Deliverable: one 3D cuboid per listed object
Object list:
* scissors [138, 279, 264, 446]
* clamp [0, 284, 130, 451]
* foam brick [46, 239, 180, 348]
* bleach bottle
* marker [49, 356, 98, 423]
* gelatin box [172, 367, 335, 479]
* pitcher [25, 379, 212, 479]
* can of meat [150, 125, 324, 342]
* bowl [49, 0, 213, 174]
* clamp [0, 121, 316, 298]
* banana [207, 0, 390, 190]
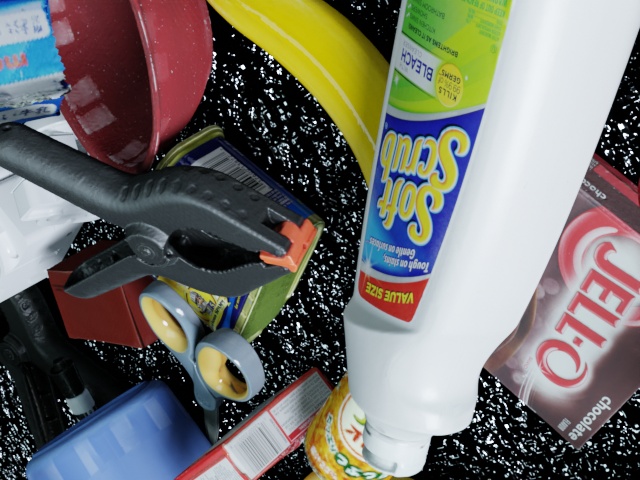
[{"bbox_3d":[-0.081,0.079,0.658,0.096,0.016,0.202,45,155,2],"label":"scissors"},{"bbox_3d":[-0.217,0.079,0.814,0.165,0.036,0.210,-19,104,45],"label":"clamp"},{"bbox_3d":[-0.130,0.033,0.696,0.078,0.051,0.053,3,115,41],"label":"foam brick"},{"bbox_3d":[0.059,-0.010,0.436,0.103,0.068,0.251,43,128,52],"label":"bleach bottle"},{"bbox_3d":[-0.163,0.135,0.769,0.020,0.020,0.121,-1,121,43],"label":"marker"},{"bbox_3d":[-0.037,0.120,0.635,0.030,0.089,0.073,52,138,3],"label":"gelatin box"},{"bbox_3d":[-0.092,0.221,0.716,0.149,0.145,0.243,-32,91,18],"label":"pitcher"},{"bbox_3d":[-0.054,0.001,0.604,0.084,0.057,0.102,40,136,14],"label":"can of meat"},{"bbox_3d":[-0.103,-0.115,0.563,0.162,0.055,0.162,40,142,41],"label":"bowl"},{"bbox_3d":[-0.089,-0.014,0.538,0.172,0.039,0.120,-2,140,29],"label":"clamp"},{"bbox_3d":[0.012,-0.056,0.509,0.069,0.037,0.198,-26,91,5],"label":"banana"}]
